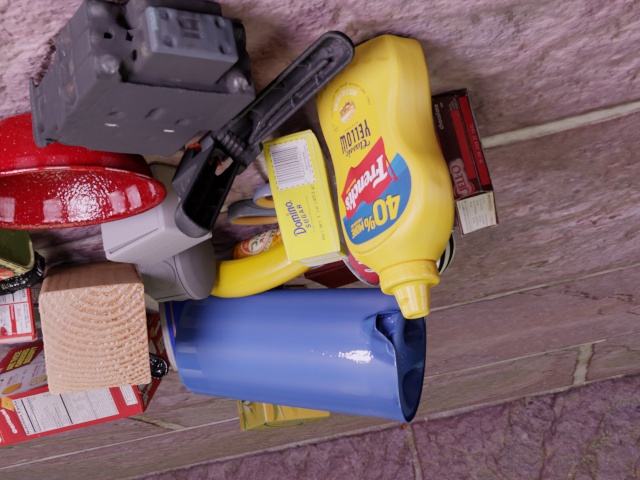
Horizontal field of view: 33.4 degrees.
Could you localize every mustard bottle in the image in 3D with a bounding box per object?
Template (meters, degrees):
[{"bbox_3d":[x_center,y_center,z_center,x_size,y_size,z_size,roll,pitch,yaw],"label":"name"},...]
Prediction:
[{"bbox_3d":[0.049,-0.039,0.748,0.058,0.191,0.096,3,159,-37],"label":"mustard bottle"}]

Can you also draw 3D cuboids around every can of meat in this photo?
[{"bbox_3d":[-0.309,0.007,0.918,0.084,0.057,0.102,-18,162,15],"label":"can of meat"}]

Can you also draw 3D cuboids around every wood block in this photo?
[{"bbox_3d":[-0.214,0.075,1.011,0.090,0.091,0.206,-6,-174,-12],"label":"wood block"}]

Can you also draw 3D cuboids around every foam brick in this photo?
[{"bbox_3d":[0.015,0.016,1.152,0.053,0.051,0.078,-17,162,18],"label":"foam brick"}]

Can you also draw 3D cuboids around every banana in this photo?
[{"bbox_3d":[-0.061,0.019,1.052,0.198,0.069,0.037,-11,155,31],"label":"banana"}]

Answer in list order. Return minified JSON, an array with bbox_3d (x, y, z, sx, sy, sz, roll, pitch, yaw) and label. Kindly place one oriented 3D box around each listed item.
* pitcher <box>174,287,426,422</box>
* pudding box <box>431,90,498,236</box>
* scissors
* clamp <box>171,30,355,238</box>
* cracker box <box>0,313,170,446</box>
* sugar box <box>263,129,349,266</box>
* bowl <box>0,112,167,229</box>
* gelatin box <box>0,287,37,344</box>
[{"bbox_3d":[-0.015,0.114,1.086,0.243,0.149,0.144,2,-160,18],"label":"pitcher"},{"bbox_3d":[0.120,-0.062,0.894,0.039,0.090,0.113,-14,163,9],"label":"pudding box"},{"bbox_3d":[0.011,-0.040,1.028,0.201,0.016,0.096,-7,163,-12],"label":"scissors"},{"bbox_3d":[-0.067,-0.060,0.745,0.036,0.164,0.210,43,160,-14],"label":"clamp"},{"bbox_3d":[-0.301,0.171,1.306,0.214,0.072,0.164,-15,-163,11],"label":"cracker box"},{"bbox_3d":[-0.009,-0.028,0.859,0.048,0.093,0.176,-12,176,1],"label":"sugar box"},{"bbox_3d":[-0.195,-0.053,0.776,0.162,0.055,0.162,-7,168,-2],"label":"bowl"},{"bbox_3d":[-0.334,0.069,1.072,0.089,0.073,0.030,-7,164,-15],"label":"gelatin box"}]
